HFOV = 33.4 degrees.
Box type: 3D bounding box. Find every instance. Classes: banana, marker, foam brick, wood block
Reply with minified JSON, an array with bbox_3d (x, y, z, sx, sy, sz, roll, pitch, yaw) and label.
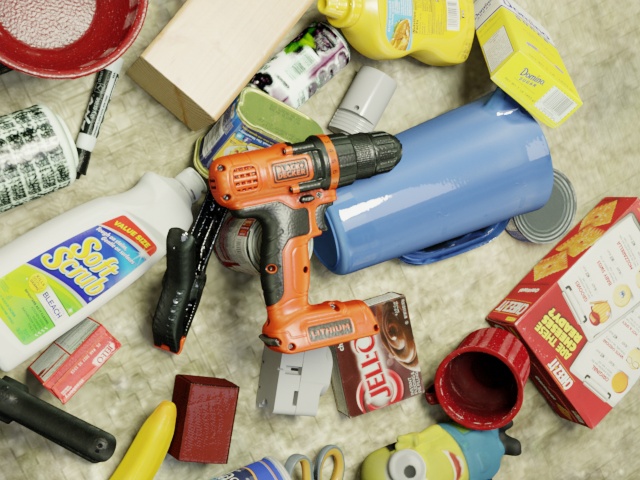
[{"bbox_3d":[-0.196,0.239,1.004,0.037,0.069,0.197,33,69,21],"label":"banana"},{"bbox_3d":[-0.211,-0.115,0.997,0.020,0.020,0.121,19,85,-24],"label":"marker"},{"bbox_3d":[-0.115,0.174,1.038,0.051,0.053,0.078,10,90,-24],"label":"foam brick"},{"bbox_3d":[-0.079,-0.213,1.006,0.090,0.091,0.206,40,77,-15],"label":"wood block"}]

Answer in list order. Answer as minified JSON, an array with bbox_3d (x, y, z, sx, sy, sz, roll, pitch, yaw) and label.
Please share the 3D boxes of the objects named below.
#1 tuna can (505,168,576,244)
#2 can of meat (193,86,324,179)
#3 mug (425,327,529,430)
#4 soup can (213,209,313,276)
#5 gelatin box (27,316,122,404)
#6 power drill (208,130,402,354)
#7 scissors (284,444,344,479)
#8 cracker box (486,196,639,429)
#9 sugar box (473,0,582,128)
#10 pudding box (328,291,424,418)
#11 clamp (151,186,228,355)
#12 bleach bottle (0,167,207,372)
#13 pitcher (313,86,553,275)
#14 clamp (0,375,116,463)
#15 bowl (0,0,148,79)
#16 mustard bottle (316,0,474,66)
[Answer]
[{"bbox_3d":[0.242,-0.039,1.193,0.086,0.034,0.086,-1,94,-24],"label":"tuna can"},{"bbox_3d":[-0.057,-0.089,1.022,0.102,0.084,0.057,25,45,-23],"label":"can of meat"},{"bbox_3d":[0.166,0.147,1.135,0.117,0.081,0.093,-26,94,25],"label":"mug"},{"bbox_3d":[-0.057,0.001,1.026,0.068,0.102,0.068,-1,93,-24],"label":"soup can"},{"bbox_3d":[-0.223,0.106,0.966,0.073,0.089,0.030,-47,110,-15],"label":"gelatin box"},{"bbox_3d":[0.001,-0.001,0.964,0.184,0.057,0.187,-12,95,-19],"label":"power drill"},{"bbox_3d":[0.002,0.299,1.115,0.096,0.016,0.202,-35,123,-40],"label":"scissors"},{"bbox_3d":[0.316,0.079,1.213,0.213,0.072,0.164,-43,107,-15],"label":"cracker box"},{"bbox_3d":[0.208,-0.193,1.099,0.093,0.176,0.048,35,119,-22],"label":"sugar box"},{"bbox_3d":[0.053,0.119,1.116,0.089,0.039,0.113,-16,99,-22],"label":"pudding box"},{"bbox_3d":[-0.123,0.028,1.004,0.039,0.172,0.120,27,38,10],"label":"clamp"},{"bbox_3d":[-0.215,0.007,0.979,0.250,0.068,0.102,-38,113,-19],"label":"bleach bottle"},{"bbox_3d":[0.104,-0.046,1.090,0.242,0.145,0.149,-22,90,-18],"label":"pitcher"},{"bbox_3d":[-0.267,0.141,0.926,0.210,0.165,0.036,32,71,-13],"label":"clamp"},{"bbox_3d":[-0.230,-0.211,0.903,0.161,0.055,0.162,1,86,-21],"label":"bowl"},{"bbox_3d":[0.073,-0.227,1.064,0.191,0.058,0.096,-4,94,-42],"label":"mustard bottle"}]
